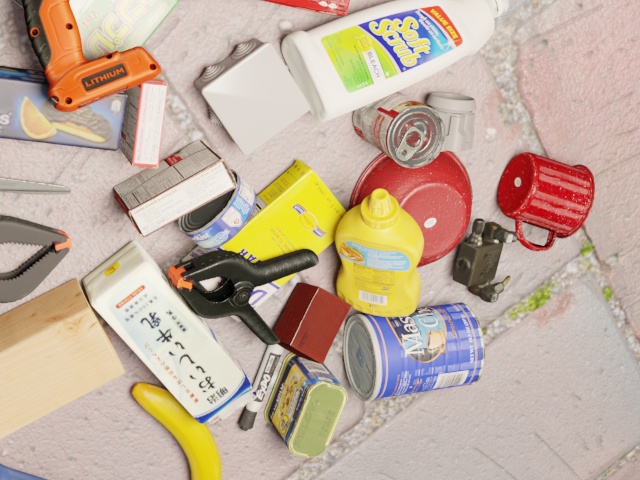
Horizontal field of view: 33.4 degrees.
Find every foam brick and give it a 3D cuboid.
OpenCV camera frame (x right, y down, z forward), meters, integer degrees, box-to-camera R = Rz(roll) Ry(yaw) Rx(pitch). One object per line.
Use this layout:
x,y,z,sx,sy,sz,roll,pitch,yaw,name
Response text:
-0.012,0.094,1.230,0.053,0.051,0.078,33,78,-28,foam brick

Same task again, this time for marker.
-0.071,0.171,1.265,0.020,0.020,0.121,16,103,-26,marker

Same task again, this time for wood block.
-0.323,0.136,1.113,0.206,0.090,0.091,-28,117,-10,wood block

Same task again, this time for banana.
-0.158,0.240,1.247,0.069,0.037,0.198,-22,116,-13,banana

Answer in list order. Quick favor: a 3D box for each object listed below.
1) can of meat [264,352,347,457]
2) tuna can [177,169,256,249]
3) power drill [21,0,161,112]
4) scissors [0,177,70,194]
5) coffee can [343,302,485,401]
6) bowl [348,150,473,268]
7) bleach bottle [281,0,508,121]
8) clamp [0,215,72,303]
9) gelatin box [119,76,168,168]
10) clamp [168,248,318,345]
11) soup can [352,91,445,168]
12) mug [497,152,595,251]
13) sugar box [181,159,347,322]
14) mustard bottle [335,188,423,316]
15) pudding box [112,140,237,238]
-0.017,0.194,1.258,0.057,0.084,0.102,15,103,-26,can of meat
-0.109,-0.033,1.135,0.086,0.086,0.033,-47,121,0,tuna can
-0.219,-0.227,0.990,0.184,0.057,0.187,-25,96,-7,power drill
-0.355,-0.076,1.061,0.201,0.016,0.096,-10,113,-18,scissors
0.110,0.131,1.274,0.140,0.103,0.103,-5,111,-20,coffee can
0.117,-0.031,1.242,0.162,0.055,0.162,-7,113,-19,bowl
0.090,-0.221,1.152,0.250,0.068,0.102,-27,95,-16,bleach bottle
-0.360,0.021,1.083,0.209,0.036,0.164,-24,116,-14,clamp
-0.179,-0.124,1.079,0.030,0.073,0.089,1,109,-23,gelatin box
-0.089,0.061,1.152,0.171,0.039,0.120,4,110,-32,clamp
0.084,-0.125,1.166,0.068,0.102,0.068,-7,112,-19,soup can
0.263,-0.045,1.272,0.081,0.093,0.117,16,86,-21,mug
-0.058,0.002,1.190,0.176,0.048,0.093,-43,121,-4,sugar box
0.065,0.010,1.177,0.096,0.058,0.192,13,146,12,mustard bottle
-0.153,-0.055,1.106,0.113,0.090,0.039,-31,117,-8,pudding box
